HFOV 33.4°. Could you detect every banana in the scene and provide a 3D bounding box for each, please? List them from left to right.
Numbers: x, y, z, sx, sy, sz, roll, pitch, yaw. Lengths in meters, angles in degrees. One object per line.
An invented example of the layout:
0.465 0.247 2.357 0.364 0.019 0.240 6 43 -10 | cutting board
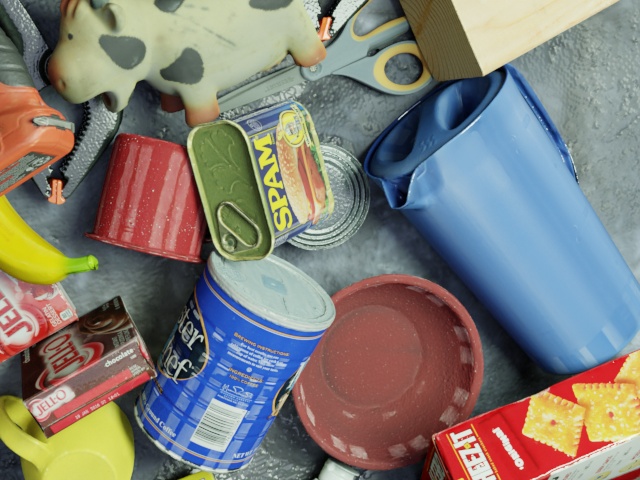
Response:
-0.237 -0.036 0.772 0.069 0.037 0.198 -40 80 6 | banana

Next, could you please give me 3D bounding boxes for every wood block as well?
0.174 -0.212 0.833 0.206 0.091 0.090 -30 104 -13 | wood block

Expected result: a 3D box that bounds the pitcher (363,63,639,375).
0.160 -0.017 0.857 0.149 0.145 0.242 -37 109 6 | pitcher

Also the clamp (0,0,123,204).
-0.182 -0.134 0.794 0.164 0.036 0.210 -5 101 -18 | clamp

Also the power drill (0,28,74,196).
-0.263 -0.114 0.721 0.185 0.057 0.188 -29 83 16 | power drill

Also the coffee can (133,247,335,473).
-0.065 0.088 0.803 0.102 0.103 0.140 23 110 -16 | coffee can

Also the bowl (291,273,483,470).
0.049 0.103 0.877 0.162 0.055 0.162 -2 99 -14 | bowl

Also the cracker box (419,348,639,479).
0.190 0.171 0.869 0.213 0.164 0.072 -20 62 -10 | cracker box

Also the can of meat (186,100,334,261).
-0.041 -0.046 0.777 0.083 0.058 0.102 -29 109 -50 | can of meat

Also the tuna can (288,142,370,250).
-0.006 -0.037 0.853 0.086 0.034 0.086 -2 99 -13 | tuna can

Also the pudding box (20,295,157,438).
-0.174 0.091 0.790 0.090 0.114 0.039 -29 107 -8 | pudding box

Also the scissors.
0.010 -0.126 0.852 0.201 0.016 0.096 -39 103 -6 | scissors

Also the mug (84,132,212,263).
-0.114 -0.031 0.806 0.117 0.093 0.081 13 90 -46 | mug

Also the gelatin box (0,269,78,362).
-0.237 0.039 0.810 0.073 0.030 0.089 -30 104 -8 | gelatin box
